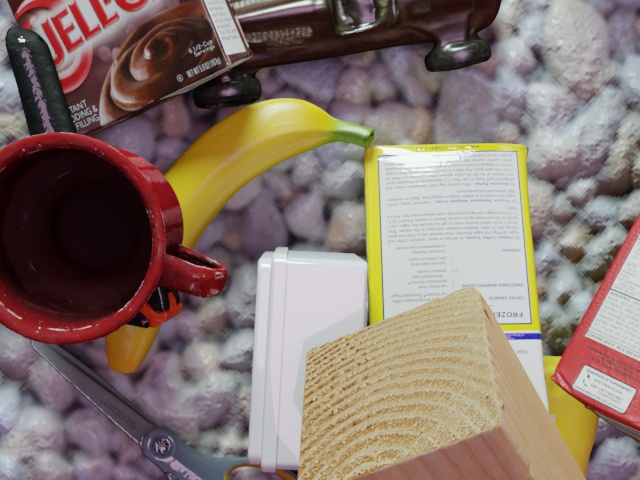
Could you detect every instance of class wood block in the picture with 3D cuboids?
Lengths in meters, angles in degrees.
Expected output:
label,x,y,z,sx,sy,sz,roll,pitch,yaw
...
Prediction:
label,x,y,z,sx,sy,sz,roll,pitch,yaw
wood block,0.078,0.135,0.498,0.090,0.091,0.206,-23,121,17

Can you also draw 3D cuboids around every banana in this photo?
label,x,y,z,sx,sy,sz,roll,pitch,yaw
banana,-0.063,-0.015,0.593,0.198,0.037,0.070,-44,73,4

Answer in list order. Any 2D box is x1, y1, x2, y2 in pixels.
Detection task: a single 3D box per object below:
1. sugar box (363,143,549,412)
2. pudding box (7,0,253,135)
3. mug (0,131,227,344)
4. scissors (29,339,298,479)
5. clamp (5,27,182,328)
label,x,y,z,sx,sy,sz,roll,pitch,yaw
sugar box,0.072,0.035,0.585,0.093,0.048,0.176,-1,73,4
pudding box,-0.103,-0.115,0.568,0.114,0.039,0.090,-21,96,23
mug,-0.099,0.000,0.502,0.117,0.081,0.093,17,95,2
scissors,-0.092,0.136,0.598,0.201,0.016,0.096,28,71,-14
clamp,-0.148,-0.013,0.569,0.120,0.039,0.171,-38,86,22
